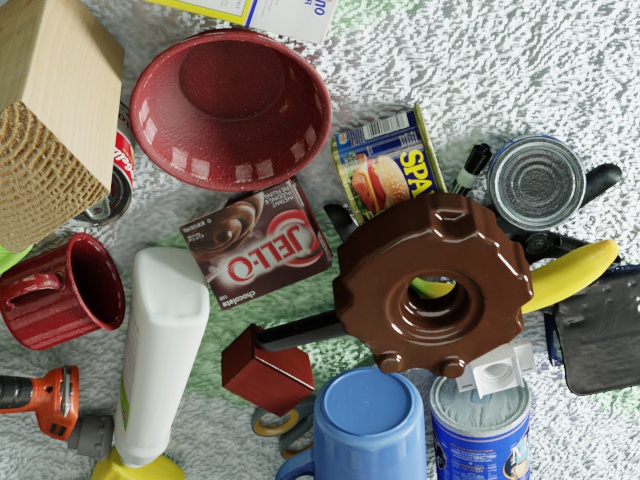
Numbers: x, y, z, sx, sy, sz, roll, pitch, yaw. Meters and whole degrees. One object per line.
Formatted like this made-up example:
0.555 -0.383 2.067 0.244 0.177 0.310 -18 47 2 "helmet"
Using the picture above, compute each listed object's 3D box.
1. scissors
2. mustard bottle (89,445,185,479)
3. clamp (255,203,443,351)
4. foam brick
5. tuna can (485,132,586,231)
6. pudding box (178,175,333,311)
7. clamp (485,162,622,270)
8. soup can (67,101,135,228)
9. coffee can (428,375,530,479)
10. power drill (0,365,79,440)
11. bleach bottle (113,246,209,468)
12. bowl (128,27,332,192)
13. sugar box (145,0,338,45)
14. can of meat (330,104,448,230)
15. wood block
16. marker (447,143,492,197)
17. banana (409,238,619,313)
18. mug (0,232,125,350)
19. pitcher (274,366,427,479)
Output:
0.001 0.159 1.116 0.096 0.016 0.202 22 121 -22 "scissors"
-0.236 0.305 1.170 0.096 0.058 0.192 26 120 -30 "mustard bottle"
0.059 0.052 1.029 0.209 0.036 0.165 12 118 -19 "clamp"
-0.053 0.130 1.064 0.078 0.053 0.051 32 117 -26 "foam brick"
0.191 -0.052 0.946 0.086 0.033 0.086 1 99 6 "tuna can"
-0.056 0.001 0.956 0.114 0.039 0.090 -22 106 15 "pudding box"
0.207 -0.002 1.007 0.171 0.039 0.120 -16 122 9 "clamp"
-0.185 -0.067 0.868 0.068 0.102 0.068 -3 127 -5 "soup can"
0.169 0.210 1.121 0.103 0.103 0.140 -9 128 0 "coffee can"
-0.333 0.160 1.026 0.187 0.057 0.185 4 156 -19 "power drill"
-0.164 0.129 1.033 0.068 0.102 0.251 4 133 -18 "bleach bottle"
-0.072 -0.116 0.867 0.162 0.055 0.162 -2 135 -3 "bowl"
-0.068 -0.216 0.807 0.176 0.048 0.093 10 125 -19 "sugar box"
0.062 -0.058 0.935 0.084 0.057 0.102 -17 127 8 "can of meat"
-0.208 -0.099 0.775 0.090 0.206 0.090 -31 124 16 "wood block"
0.124 -0.039 0.980 0.020 0.020 0.121 16 123 -18 "marker"
0.180 0.044 0.998 0.198 0.037 0.069 -12 144 7 "banana"
-0.238 0.048 0.948 0.081 0.093 0.117 -21 169 14 "mug"
0.041 0.251 1.112 0.149 0.145 0.243 -33 137 -31 "pitcher"
